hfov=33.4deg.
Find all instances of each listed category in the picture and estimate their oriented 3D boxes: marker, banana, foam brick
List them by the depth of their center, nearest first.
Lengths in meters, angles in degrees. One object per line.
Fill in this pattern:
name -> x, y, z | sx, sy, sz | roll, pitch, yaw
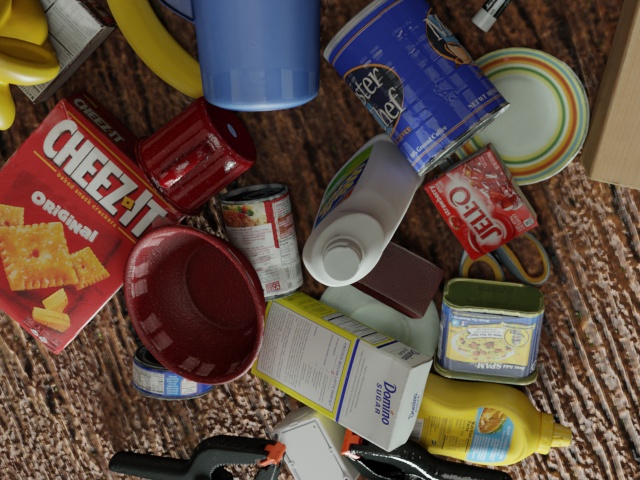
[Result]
marker -> 0.182, -0.243, 0.967 | 0.020, 0.020, 0.121 | 37, 108, -4
banana -> -0.159, -0.212, 1.013 | 0.070, 0.037, 0.198 | -21, 103, 13
foam brick -> 0.073, 0.036, 1.039 | 0.078, 0.051, 0.053 | 29, 82, -1

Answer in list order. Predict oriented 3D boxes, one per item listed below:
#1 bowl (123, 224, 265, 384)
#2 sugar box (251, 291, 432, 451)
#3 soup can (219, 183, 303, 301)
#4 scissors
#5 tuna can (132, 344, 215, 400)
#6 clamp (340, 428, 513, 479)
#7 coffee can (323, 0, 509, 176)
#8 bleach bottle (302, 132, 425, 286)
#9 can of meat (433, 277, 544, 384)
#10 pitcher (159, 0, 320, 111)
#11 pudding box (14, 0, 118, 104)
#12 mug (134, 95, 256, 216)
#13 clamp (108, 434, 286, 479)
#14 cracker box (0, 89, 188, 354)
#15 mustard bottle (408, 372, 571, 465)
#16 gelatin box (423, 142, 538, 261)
bowl -> -0.109, 0.054, 1.019 | 0.162, 0.055, 0.162 | 12, 114, 27
sugar box -> 0.018, 0.123, 1.043 | 0.176, 0.048, 0.093 | 25, 111, 29
soup can -> -0.057, 0.001, 1.045 | 0.068, 0.068, 0.102 | -7, 106, 9
scissors -> 0.137, -0.019, 1.040 | 0.201, 0.016, 0.096 | 42, 107, -5
tuna can -> -0.148, 0.130, 1.086 | 0.086, 0.086, 0.034 | 5, 105, 6
clamp -> 0.104, 0.229, 1.063 | 0.171, 0.039, 0.120 | 31, 135, -24
coffee can -> 0.085, -0.143, 0.951 | 0.103, 0.102, 0.140 | -39, 86, 16
bleach bottle -> 0.037, -0.022, 0.929 | 0.068, 0.250, 0.103 | 44, 107, -6
can of meat -> 0.164, 0.087, 1.036 | 0.102, 0.057, 0.084 | 5, 122, 7
pitcher -> -0.069, -0.243, 0.947 | 0.149, 0.144, 0.243 | 15, 116, 41
pudding box -> -0.267, -0.201, 1.030 | 0.114, 0.039, 0.090 | -41, 96, 18
mug -> -0.117, -0.080, 1.001 | 0.082, 0.117, 0.093 | -35, 96, 19
clamp -> -0.109, 0.266, 1.124 | 0.210, 0.036, 0.164 | -25, 105, 32
cracker box -> -0.252, -0.016, 1.065 | 0.164, 0.072, 0.214 | 43, 106, -6
mustard bottle -> 0.155, 0.182, 1.072 | 0.191, 0.058, 0.096 | 9, 126, 4
gelatin box -> 0.152, -0.035, 1.006 | 0.073, 0.030, 0.089 | -30, 100, 19
